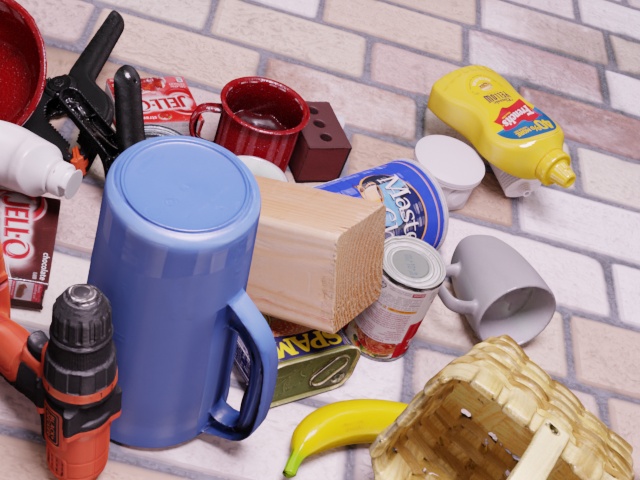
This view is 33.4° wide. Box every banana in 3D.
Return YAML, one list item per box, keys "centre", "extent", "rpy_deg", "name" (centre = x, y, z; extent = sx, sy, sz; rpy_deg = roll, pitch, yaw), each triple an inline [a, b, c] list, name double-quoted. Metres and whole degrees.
- centre: [0.056, 0.168, 0.907]
  extent: [0.197, 0.037, 0.069]
  rpy_deg: [2, 63, -19]
  name: "banana"

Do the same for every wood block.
- centre: [-0.056, 0.000, 0.923]
  extent: [0.206, 0.090, 0.090]
  rpy_deg: [14, 26, 27]
  name: "wood block"

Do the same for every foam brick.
- centre: [-0.008, -0.107, 1.145]
  extent: [0.052, 0.051, 0.078]
  rpy_deg: [-3, 48, -26]
  name: "foam brick"

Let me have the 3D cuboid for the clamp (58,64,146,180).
- centre: [-0.175, -0.080, 0.983]
  extent: [0.039, 0.120, 0.171]
  rpy_deg: [-32, 98, -33]
  name: "clamp"

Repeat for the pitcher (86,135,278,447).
- centre: [-0.108, 0.046, 0.806]
  extent: [0.149, 0.243, 0.145]
  rpy_deg: [1, 49, -16]
  name: "pitcher"

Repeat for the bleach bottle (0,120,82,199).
- centre: [-0.328, -0.099, 0.938]
  extent: [0.251, 0.068, 0.102]
  rpy_deg: [24, 0, 10]
  name: "bleach bottle"

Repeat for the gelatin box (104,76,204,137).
- centre: [-0.175, -0.140, 1.125]
  extent: [0.089, 0.030, 0.073]
  rpy_deg: [-6, 49, -27]
  name: "gelatin box"

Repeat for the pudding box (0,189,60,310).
- centre: [-0.278, 0.004, 0.931]
  extent: [0.090, 0.039, 0.113]
  rpy_deg: [9, 44, -15]
  name: "pudding box"

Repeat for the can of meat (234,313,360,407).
- centre: [-0.030, 0.090, 0.933]
  extent: [0.101, 0.057, 0.084]
  rpy_deg: [-11, 49, -32]
  name: "can of meat"

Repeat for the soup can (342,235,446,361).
- centre: [0.067, 0.053, 0.975]
  extent: [0.068, 0.102, 0.068]
  rpy_deg: [12, 43, -11]
  name: "soup can"

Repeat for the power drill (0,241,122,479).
- centre: [-0.219, 0.069, 0.797]
  extent: [0.057, 0.185, 0.188]
  rpy_deg: [-22, 49, -38]
  name: "power drill"

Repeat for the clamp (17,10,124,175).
- centre: [-0.274, -0.150, 1.082]
  extent: [0.164, 0.036, 0.210]
  rpy_deg: [-8, 56, -8]
  name: "clamp"

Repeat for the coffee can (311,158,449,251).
- centre: [0.039, -0.014, 1.032]
  extent: [0.140, 0.103, 0.103]
  rpy_deg: [-20, 56, -36]
  name: "coffee can"

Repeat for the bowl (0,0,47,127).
- centre: [-0.331, -0.158, 1.026]
  extent: [0.162, 0.055, 0.162]
  rpy_deg: [-1, 84, 7]
  name: "bowl"

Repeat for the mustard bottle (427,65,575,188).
- centre: [0.211, -0.121, 1.182]
  extent: [0.096, 0.058, 0.192]
  rpy_deg: [-17, 49, -31]
  name: "mustard bottle"

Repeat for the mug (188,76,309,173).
- centre: [-0.077, -0.110, 1.096]
  extent: [0.117, 0.082, 0.093]
  rpy_deg: [7, 43, -16]
  name: "mug"
